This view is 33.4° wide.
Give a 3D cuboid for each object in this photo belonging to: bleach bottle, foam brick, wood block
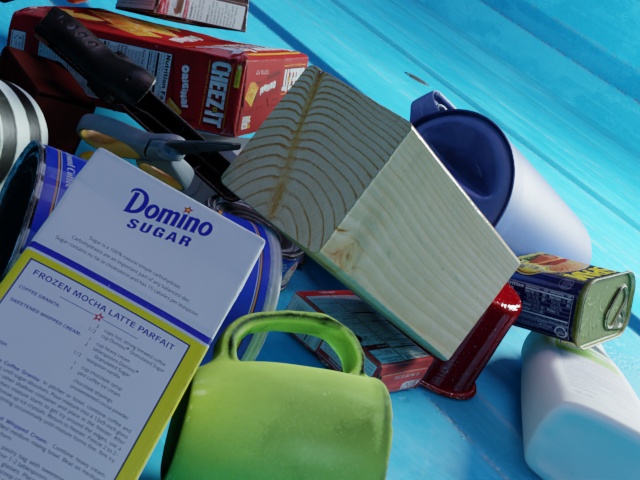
[{"bbox_3d":[0.209,0.122,0.844,0.102,0.068,0.250,29,17,2],"label":"bleach bottle"},{"bbox_3d":[-0.215,-0.103,0.808,0.051,0.053,0.078,12,26,-43],"label":"foam brick"},{"bbox_3d":[0.040,-0.009,0.681,0.090,0.091,0.205,37,-2,36],"label":"wood block"}]

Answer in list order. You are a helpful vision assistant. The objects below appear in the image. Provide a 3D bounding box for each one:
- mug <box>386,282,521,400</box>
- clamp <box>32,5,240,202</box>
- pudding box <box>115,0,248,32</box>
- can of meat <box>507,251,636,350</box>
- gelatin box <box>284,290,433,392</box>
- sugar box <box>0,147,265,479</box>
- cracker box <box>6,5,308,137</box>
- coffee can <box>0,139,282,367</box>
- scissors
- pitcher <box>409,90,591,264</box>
[{"bbox_3d":[0.103,0.058,0.818,0.093,0.082,0.117,36,19,16],"label":"mug"},{"bbox_3d":[-0.143,-0.111,0.793,0.210,0.036,0.164,38,-6,38],"label":"clamp"},{"bbox_3d":[-0.127,-0.218,0.976,0.089,0.039,0.114,5,8,-29],"label":"pudding box"},{"bbox_3d":[0.197,0.046,0.872,0.084,0.057,0.101,15,14,36],"label":"can of meat"},{"bbox_3d":[0.025,0.071,0.752,0.089,0.030,0.073,40,20,28],"label":"gelatin box"},{"bbox_3d":[-0.102,0.050,0.462,0.093,0.048,0.176,30,51,-3],"label":"sugar box"},{"bbox_3d":[-0.137,-0.151,0.926,0.214,0.072,0.164,14,15,14],"label":"cracker box"},{"bbox_3d":[-0.106,0.018,0.581,0.140,0.103,0.103,21,21,-25],"label":"coffee can"},{"bbox_3d":[-0.090,-0.052,0.704,0.202,0.016,0.096,15,-16,45],"label":"scissors"},{"bbox_3d":[0.157,-0.025,0.976,0.145,0.149,0.242,24,-2,36],"label":"pitcher"}]
